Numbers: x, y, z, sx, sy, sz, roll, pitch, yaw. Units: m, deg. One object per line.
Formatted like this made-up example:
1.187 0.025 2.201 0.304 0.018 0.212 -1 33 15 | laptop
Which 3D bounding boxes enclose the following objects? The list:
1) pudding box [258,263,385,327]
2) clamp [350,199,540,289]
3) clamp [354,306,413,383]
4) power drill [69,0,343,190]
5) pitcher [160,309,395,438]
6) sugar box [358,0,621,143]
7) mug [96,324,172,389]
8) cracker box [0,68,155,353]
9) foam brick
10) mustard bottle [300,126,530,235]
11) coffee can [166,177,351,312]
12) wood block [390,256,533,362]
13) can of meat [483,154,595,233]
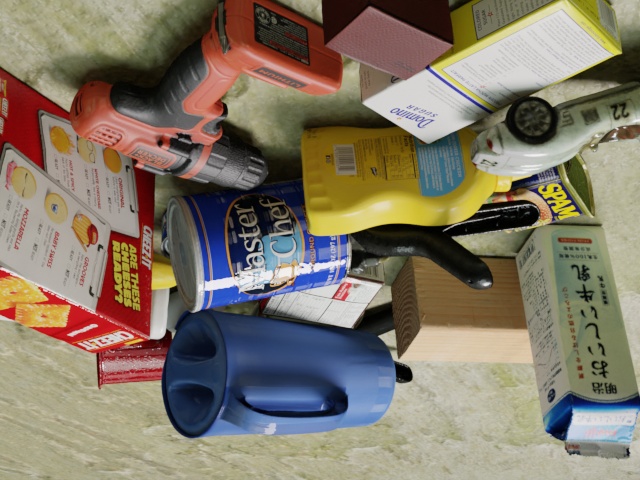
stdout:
0.000 0.048 1.126 0.113 0.039 0.090 12 139 -19 | pudding box
0.091 -0.004 0.904 0.172 0.120 0.039 3 117 23 | clamp
0.019 0.123 1.292 0.210 0.036 0.165 2 142 -4 | clamp
-0.072 -0.104 0.823 0.184 0.057 0.188 17 145 -40 | power drill
-0.034 0.151 1.146 0.242 0.149 0.145 7 152 -36 | pitcher
0.124 -0.137 0.798 0.177 0.048 0.093 -20 150 35 | sugar box
-0.208 0.116 1.188 0.081 0.093 0.117 -2 169 -14 | mug
-0.225 -0.020 0.850 0.072 0.164 0.213 -17 150 26 | cracker box
0.046 -0.156 0.745 0.078 0.051 0.053 17 147 -34 | foam brick
0.081 -0.056 0.891 0.191 0.096 0.058 -5 143 0 | mustard bottle
-0.056 0.001 0.946 0.140 0.103 0.103 -10 155 -19 | coffee can
0.190 0.077 1.168 0.206 0.091 0.090 3 152 -12 | wood block
0.191 -0.051 0.959 0.084 0.057 0.102 -14 150 25 | can of meat
